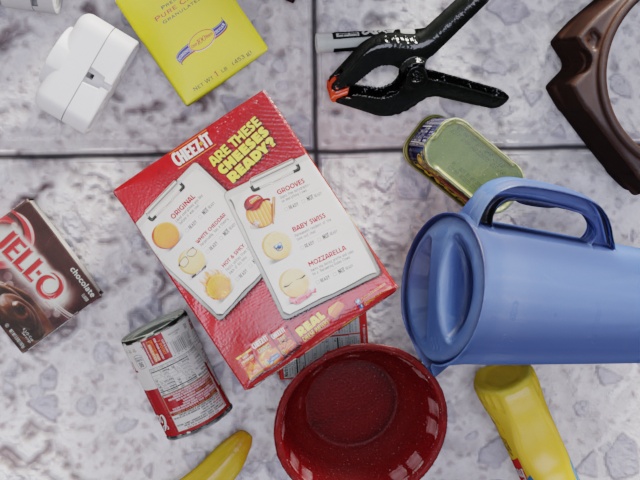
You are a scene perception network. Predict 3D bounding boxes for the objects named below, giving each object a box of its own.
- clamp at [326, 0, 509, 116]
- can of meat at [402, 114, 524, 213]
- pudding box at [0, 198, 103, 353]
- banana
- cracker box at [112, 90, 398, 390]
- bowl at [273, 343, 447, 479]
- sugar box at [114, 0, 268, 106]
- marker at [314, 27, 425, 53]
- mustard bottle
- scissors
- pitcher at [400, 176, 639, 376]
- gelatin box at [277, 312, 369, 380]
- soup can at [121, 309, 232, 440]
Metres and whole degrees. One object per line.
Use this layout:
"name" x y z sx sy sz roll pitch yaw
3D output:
"clamp" 0.089 -0.168 0.978 0.171 0.039 0.120 -9 116 -6
"can of meat" 0.133 -0.070 0.984 0.102 0.084 0.057 38 91 -9
"pudding box" -0.268 0.031 0.976 0.090 0.039 0.113 -37 99 -1
"banana" -0.151 0.242 1.013 0.197 0.037 0.069 -18 99 -4
"cracker box" -0.056 0.001 0.961 0.164 0.072 0.214 -34 86 -2
"bowl" 0.034 0.162 0.990 0.162 0.055 0.162 -2 106 -8
"sugar box" -0.133 -0.219 0.959 0.093 0.048 0.176 -35 100 -1
"marker" 0.056 -0.187 0.995 0.121 0.020 0.020 -4 97 -5
"mustard bottle" 0.210 0.210 1.017 0.058 0.096 0.191 -26 99 -3
"scissors" 0.061 0.138 1.034 0.096 0.016 0.202 31 92 -8
"pitcher" 0.207 0.042 0.956 0.242 0.149 0.145 5 66 -25
"gelatin box" 0.000 0.090 1.016 0.089 0.030 0.073 -5 98 -5
"soup can" -0.133 0.123 0.986 0.068 0.068 0.102 -25 98 -3
